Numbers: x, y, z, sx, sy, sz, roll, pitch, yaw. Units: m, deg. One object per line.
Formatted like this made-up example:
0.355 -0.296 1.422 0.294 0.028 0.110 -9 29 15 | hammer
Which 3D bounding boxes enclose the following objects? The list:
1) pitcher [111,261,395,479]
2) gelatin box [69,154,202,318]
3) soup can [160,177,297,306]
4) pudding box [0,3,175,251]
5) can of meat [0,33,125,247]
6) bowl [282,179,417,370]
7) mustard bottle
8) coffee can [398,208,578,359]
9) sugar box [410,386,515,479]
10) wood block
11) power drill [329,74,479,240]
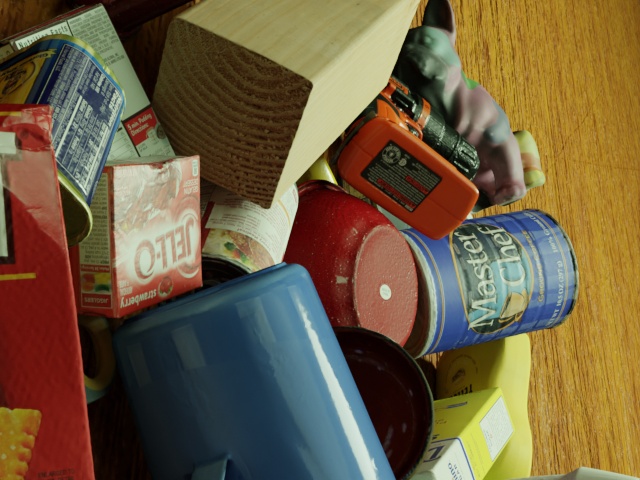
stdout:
-0.021 0.141 0.539 0.144 0.149 0.243 -20 90 -25 | pitcher
-0.091 -0.005 0.542 0.089 0.030 0.073 -18 110 -67 | gelatin box
-0.054 0.001 0.651 0.068 0.069 0.102 55 30 -31 | soup can
-0.129 -0.063 0.577 0.113 0.039 0.090 64 30 -13 | pudding box
-0.140 -0.036 0.469 0.057 0.102 0.084 52 31 -35 | can of meat
0.024 0.035 0.757 0.161 0.055 0.162 7 82 -56 | bowl
0.134 0.169 0.886 0.058 0.096 0.191 26 48 -23 | mustard bottle
0.119 0.033 0.858 0.140 0.103 0.103 -9 80 -25 | coffee can
0.073 0.159 0.772 0.176 0.093 0.048 -20 92 -64 | sugar box
-0.017 -0.117 0.678 0.205 0.090 0.091 -51 165 -53 | wood block
0.067 -0.074 0.845 0.184 0.057 0.187 32 19 -19 | power drill
